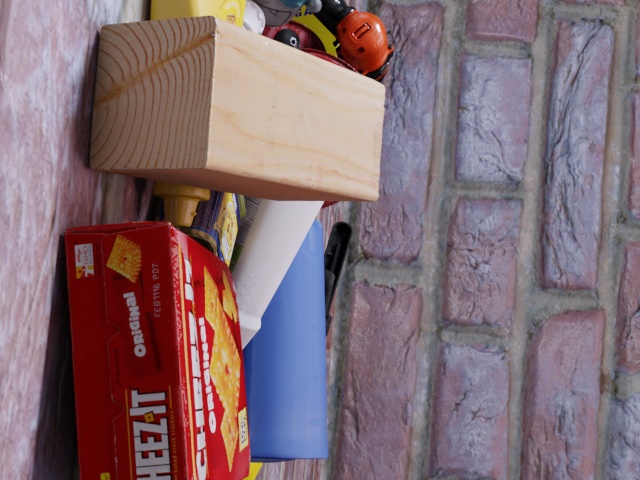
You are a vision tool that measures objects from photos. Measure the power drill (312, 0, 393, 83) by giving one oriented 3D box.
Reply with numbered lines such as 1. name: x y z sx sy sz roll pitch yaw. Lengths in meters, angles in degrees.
1. power drill: 0.005 -0.249 1.147 0.057 0.188 0.184 -42 173 -2

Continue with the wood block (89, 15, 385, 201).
1. wood block: -0.046 -0.079 0.706 0.205 0.091 0.090 7 86 -58

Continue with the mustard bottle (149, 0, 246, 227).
1. mustard bottle: -0.094 -0.106 0.772 0.096 0.058 0.191 18 77 -74

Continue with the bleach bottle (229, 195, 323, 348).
1. bleach bottle: -0.056 0.001 0.936 0.251 0.068 0.103 -64 -158 2

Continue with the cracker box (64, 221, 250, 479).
1. cracker box: -0.098 0.084 0.693 0.213 0.072 0.164 63 20 -81

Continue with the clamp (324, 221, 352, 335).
1. clamp: -0.004 0.086 1.220 0.164 0.036 0.210 -65 171 -61

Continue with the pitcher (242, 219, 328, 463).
1. pitcher: -0.058 0.095 1.048 0.149 0.144 0.243 161 -68 -68

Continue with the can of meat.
1. can of meat: -0.097 -0.013 0.844 0.102 0.057 0.084 88 10 -56
